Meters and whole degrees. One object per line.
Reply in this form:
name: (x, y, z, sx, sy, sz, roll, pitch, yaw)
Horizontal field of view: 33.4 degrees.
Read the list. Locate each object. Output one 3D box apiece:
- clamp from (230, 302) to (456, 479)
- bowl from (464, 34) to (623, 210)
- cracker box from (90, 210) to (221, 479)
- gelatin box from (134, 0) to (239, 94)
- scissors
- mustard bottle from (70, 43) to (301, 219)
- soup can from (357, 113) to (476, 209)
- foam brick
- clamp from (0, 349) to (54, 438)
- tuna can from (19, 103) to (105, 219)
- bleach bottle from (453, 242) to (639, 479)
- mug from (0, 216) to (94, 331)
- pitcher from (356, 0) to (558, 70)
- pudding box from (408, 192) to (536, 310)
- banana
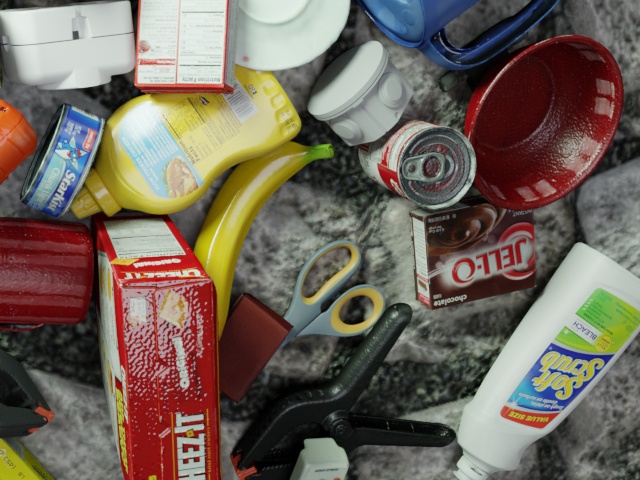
clamp: (0.015, 0.152, 0.966, 0.210, 0.036, 0.164, -19, 117, -10)
bowl: (0.182, -0.109, 0.926, 0.161, 0.055, 0.162, -14, 125, -22)
cracker box: (-0.127, 0.078, 0.810, 0.072, 0.214, 0.164, -5, 105, -16)
gelatin box: (-0.101, -0.157, 0.815, 0.073, 0.030, 0.089, 2, 90, 14)
scissors: (-0.019, 0.091, 0.953, 0.096, 0.016, 0.202, 36, 91, -17)
mustard bottle: (-0.117, -0.077, 0.855, 0.191, 0.058, 0.096, -34, 95, -6)
soup can: (0.078, -0.070, 0.897, 0.068, 0.102, 0.068, -4, 105, -17)
foam brick: (-0.066, 0.090, 0.909, 0.051, 0.053, 0.078, 36, 92, 3)
clamp: (-0.283, 0.109, 0.828, 0.039, 0.120, 0.171, -31, 118, 30)
tuna can: (-0.199, -0.061, 0.820, 0.033, 0.086, 0.086, 24, 95, -20)
bleach bottle: (0.215, 0.131, 1.016, 0.102, 0.068, 0.251, 32, 95, -22)
mug: (-0.228, 0.032, 0.841, 0.081, 0.093, 0.117, 4, 133, -24)
pitcher: (0.139, -0.262, 0.856, 0.242, 0.145, 0.149, -34, 143, -10)
pudding box: (0.140, 0.007, 0.971, 0.113, 0.039, 0.090, -11, 107, -15)
banana: (-0.067, -0.009, 0.886, 0.198, 0.070, 0.037, -60, 143, -3)
